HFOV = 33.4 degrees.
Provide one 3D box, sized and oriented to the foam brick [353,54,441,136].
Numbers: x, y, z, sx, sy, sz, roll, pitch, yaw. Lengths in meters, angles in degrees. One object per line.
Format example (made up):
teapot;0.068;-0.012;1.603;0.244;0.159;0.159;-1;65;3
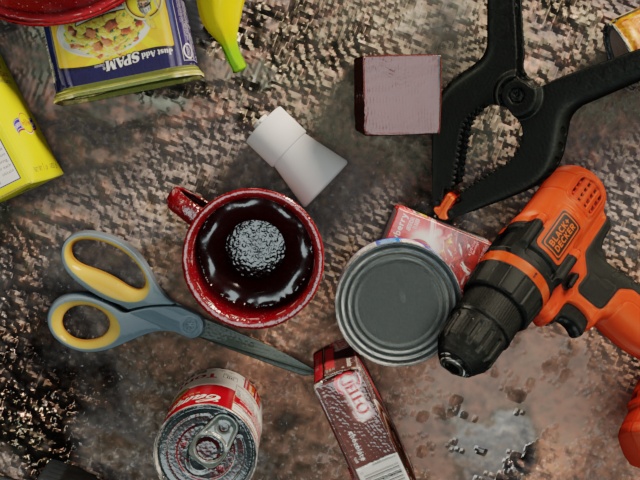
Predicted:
foam brick;0.051;-0.098;0.722;0.051;0.078;0.053;-1;98;-2

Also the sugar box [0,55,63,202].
sugar box;-0.237;-0.112;0.709;0.048;0.093;0.176;-24;98;2

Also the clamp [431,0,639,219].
clamp;0.147;-0.098;0.718;0.165;0.036;0.210;30;109;17

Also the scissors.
scissors;-0.111;0.071;0.774;0.201;0.016;0.096;38;97;-5

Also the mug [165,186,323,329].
mug;-0.055;0.001;0.732;0.117;0.081;0.093;32;96;-5

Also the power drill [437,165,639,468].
power drill;0.181;0.066;0.722;0.187;0.057;0.184;46;63;-10

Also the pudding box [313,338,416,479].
pudding box;0.032;0.131;0.746;0.039;0.090;0.113;-22;98;3

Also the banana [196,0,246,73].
banana;-0.029;-0.214;0.729;0.069;0.037;0.198;33;97;-18

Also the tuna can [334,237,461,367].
tuna can;0.052;0.041;0.731;0.086;0.034;0.086;0;98;1

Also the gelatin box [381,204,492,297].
gelatin box;0.072;0.028;0.763;0.073;0.030;0.089;21;96;-3

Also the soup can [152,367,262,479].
soup can;-0.075;0.132;0.738;0.068;0.102;0.068;0;98;-1

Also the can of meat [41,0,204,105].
can of meat;-0.138;-0.143;0.725;0.102;0.057;0.084;-11;95;0
